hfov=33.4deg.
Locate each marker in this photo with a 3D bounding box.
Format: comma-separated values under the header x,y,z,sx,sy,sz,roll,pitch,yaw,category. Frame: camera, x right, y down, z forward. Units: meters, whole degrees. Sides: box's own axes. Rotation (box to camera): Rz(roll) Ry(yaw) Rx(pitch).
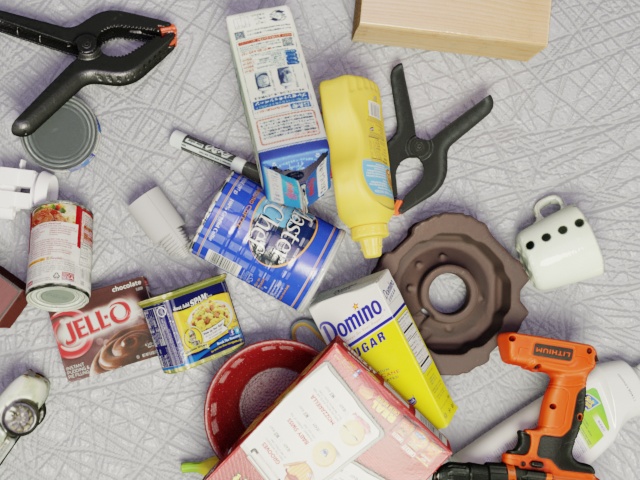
x,y,z,sx,sy,sz,roll,pitch,yaw,category
-0.111,-0.092,1.182,0.121,0.020,0.020,23,86,15,marker

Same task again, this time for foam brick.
x,y,z,sx,sy,sz,roll,pitch,yaw,category
-0.348,0.060,1.148,0.051,0.078,0.053,35,84,-1,foam brick

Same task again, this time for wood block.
x,y,z,sx,sy,sz,roll,pitch,yaw,category
0.144,-0.262,1.188,0.206,0.090,0.091,6,87,-4,wood block

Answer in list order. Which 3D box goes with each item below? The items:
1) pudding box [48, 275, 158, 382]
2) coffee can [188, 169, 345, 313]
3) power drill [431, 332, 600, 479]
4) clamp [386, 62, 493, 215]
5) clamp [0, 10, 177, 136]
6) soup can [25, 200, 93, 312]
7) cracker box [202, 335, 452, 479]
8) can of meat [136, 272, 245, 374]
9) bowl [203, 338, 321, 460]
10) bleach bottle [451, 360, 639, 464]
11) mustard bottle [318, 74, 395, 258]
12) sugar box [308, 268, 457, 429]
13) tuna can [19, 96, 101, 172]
x,y,z,sx,sy,sz,roll,pitch,yaw,category
-0.234,0.097,1.173,0.113,0.039,0.090,-16,87,-5,pudding box
-0.058,0.001,1.156,0.140,0.103,0.103,29,86,-2,coffee can
0.216,0.195,1.129,0.184,0.057,0.187,8,82,-6,power drill
0.123,-0.107,1.202,0.120,0.039,0.171,12,92,13,clamp
-0.257,-0.195,1.167,0.209,0.036,0.164,-9,66,-12,clamp
-0.278,0.017,1.141,0.068,0.068,0.102,-2,63,-4,soup can
0.003,0.231,1.101,0.164,0.072,0.214,43,95,1,cracker box
-0.137,0.090,1.154,0.101,0.058,0.084,-19,92,-42,can of meat
-0.046,0.186,1.170,0.162,0.055,0.162,0,90,-2,bowl
0.276,0.217,1.189,0.250,0.068,0.102,-30,89,-7,bleach bottle
0.044,-0.076,1.151,0.058,0.096,0.191,-11,81,23,mustard bottle
0.067,0.127,1.146,0.093,0.048,0.176,-23,102,31,sugar box
-0.287,-0.118,1.182,0.086,0.034,0.086,0,87,-4,tuna can
